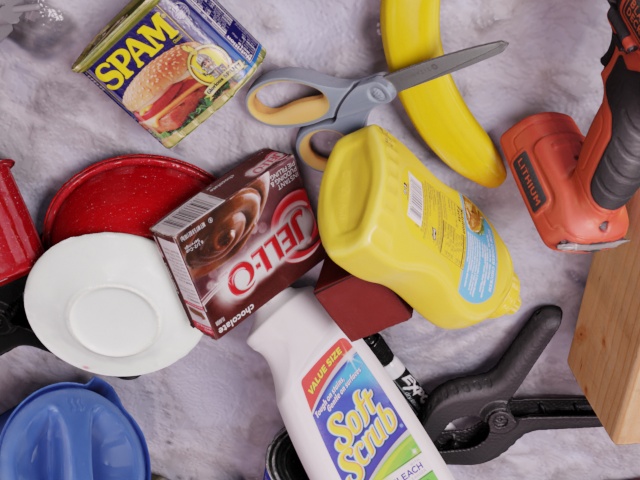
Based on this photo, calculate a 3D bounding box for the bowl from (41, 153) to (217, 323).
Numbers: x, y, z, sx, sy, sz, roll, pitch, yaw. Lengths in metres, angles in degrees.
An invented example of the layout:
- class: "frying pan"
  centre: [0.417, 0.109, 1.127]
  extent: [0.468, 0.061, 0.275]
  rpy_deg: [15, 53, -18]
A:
- class: "bowl"
  centre: [-0.129, 0.019, 0.792]
  extent: [0.162, 0.055, 0.162]
  rpy_deg: [-1, 123, -2]

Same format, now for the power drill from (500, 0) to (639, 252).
- class: "power drill"
  centre: [0.166, -0.096, 0.622]
  extent: [0.057, 0.184, 0.188]
  rpy_deg: [-5, 146, -16]

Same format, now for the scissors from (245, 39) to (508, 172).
- class: "scissors"
  centre: [0.040, -0.083, 0.693]
  extent: [0.202, 0.016, 0.096]
  rpy_deg: [1, 137, 34]

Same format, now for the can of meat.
- class: "can of meat"
  centre: [-0.099, -0.121, 0.707]
  extent: [0.102, 0.057, 0.084]
  rpy_deg: [-34, 114, 31]

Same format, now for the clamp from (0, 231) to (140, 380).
- class: "clamp"
  centre: [-0.253, 0.063, 0.880]
  extent: [0.210, 0.036, 0.164]
  rpy_deg: [-12, 120, 15]

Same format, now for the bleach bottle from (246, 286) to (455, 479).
- class: "bleach bottle"
  centre: [0.013, 0.136, 0.806]
  extent: [0.251, 0.102, 0.068]
  rpy_deg: [57, 165, 4]

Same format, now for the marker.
- class: "marker"
  centre: [0.071, 0.118, 0.858]
  extent: [0.020, 0.020, 0.121]
  rpy_deg: [-27, 115, 27]

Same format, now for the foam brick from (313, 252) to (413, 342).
- class: "foam brick"
  centre: [0.036, 0.025, 0.765]
  extent: [0.053, 0.078, 0.051]
  rpy_deg: [-24, 115, 25]

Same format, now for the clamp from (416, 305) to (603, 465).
- class: "clamp"
  centre: [0.138, 0.120, 0.826]
  extent: [0.171, 0.039, 0.120]
  rpy_deg: [-23, 110, 11]

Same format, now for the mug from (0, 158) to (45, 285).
- class: "mug"
  centre: [-0.263, 0.000, 0.785]
  extent: [0.117, 0.093, 0.081]
  rpy_deg: [-23, 92, 12]

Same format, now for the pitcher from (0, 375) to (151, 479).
- class: "pitcher"
  centre: [-0.265, 0.220, 0.902]
  extent: [0.243, 0.148, 0.145]
  rpy_deg: [-28, 82, 44]

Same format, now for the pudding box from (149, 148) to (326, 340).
- class: "pudding box"
  centre: [-0.055, 0.001, 0.751]
  extent: [0.039, 0.113, 0.090]
  rpy_deg: [21, 139, 48]

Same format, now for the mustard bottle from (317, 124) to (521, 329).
- class: "mustard bottle"
  centre: [0.079, 0.007, 0.724]
  extent: [0.058, 0.096, 0.191]
  rpy_deg: [-22, 141, 35]

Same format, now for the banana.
- class: "banana"
  centre: [0.076, -0.116, 0.683]
  extent: [0.070, 0.037, 0.198]
  rpy_deg: [-2, 124, 16]
